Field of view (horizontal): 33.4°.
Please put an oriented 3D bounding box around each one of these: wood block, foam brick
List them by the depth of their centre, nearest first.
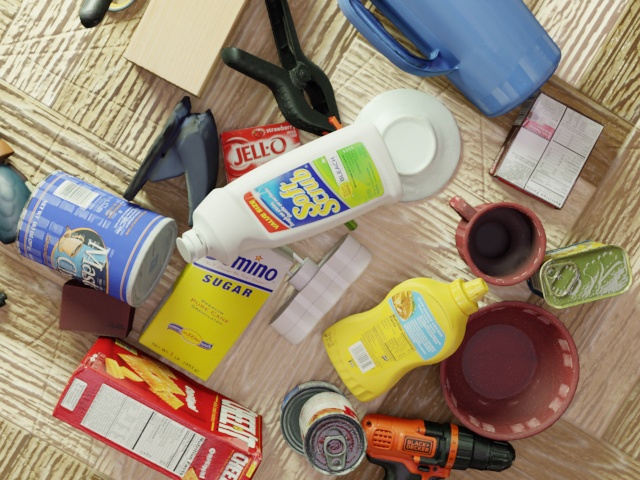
[{"bbox_3d":[-0.124,-0.266,1.152,0.090,0.090,0.206,27,93,-6],"label":"wood block"},{"bbox_3d":[-0.249,0.076,1.197,0.078,0.051,0.053,9,96,-4],"label":"foam brick"}]

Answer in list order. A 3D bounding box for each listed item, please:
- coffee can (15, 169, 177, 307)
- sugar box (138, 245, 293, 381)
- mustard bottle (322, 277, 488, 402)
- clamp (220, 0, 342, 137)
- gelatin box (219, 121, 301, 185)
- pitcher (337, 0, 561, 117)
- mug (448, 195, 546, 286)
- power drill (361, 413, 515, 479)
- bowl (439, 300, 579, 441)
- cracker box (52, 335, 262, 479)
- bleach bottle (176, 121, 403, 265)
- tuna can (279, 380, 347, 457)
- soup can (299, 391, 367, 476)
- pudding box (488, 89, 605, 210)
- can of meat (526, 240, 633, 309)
[{"bbox_3d":[-0.239,-0.002,1.149,0.140,0.102,0.103,23,94,8],"label":"coffee can"},{"bbox_3d":[-0.116,0.062,1.186,0.093,0.048,0.176,32,108,-13],"label":"sugar box"},{"bbox_3d":[0.102,0.096,1.188,0.192,0.058,0.096,-33,83,20],"label":"mustard bottle"},{"bbox_3d":[-0.031,-0.189,1.172,0.171,0.039,0.120,45,60,-34],"label":"clamp"},{"bbox_3d":[-0.065,-0.093,1.202,0.089,0.030,0.073,-9,96,-3],"label":"gelatin box"},{"bbox_3d":[0.139,-0.246,1.152,0.149,0.145,0.242,-40,100,21],"label":"pitcher"},{"bbox_3d":[0.189,-0.007,1.202,0.117,0.081,0.093,39,92,-7],"label":"mug"},{"bbox_3d":[0.123,0.302,1.242,0.184,0.057,0.188,11,92,-1],"label":"power drill"},{"bbox_3d":[0.212,0.145,1.231,0.162,0.055,0.162,0,96,-4],"label":"bowl"},{"bbox_3d":[-0.168,0.188,1.157,0.213,0.164,0.072,29,95,-6],"label":"cracker box"},{"bbox_3d":[-0.036,-0.036,1.134,0.250,0.068,0.102,-28,102,-25],"label":"bleach bottle"},{"bbox_3d":[-0.005,0.206,1.234,0.086,0.034,0.086,0,96,-4],"label":"tuna can"},{"bbox_3d":[0.012,0.209,1.165,0.068,0.102,0.068,0,95,-4],"label":"soup can"},{"bbox_3d":[0.258,-0.103,1.219,0.090,0.039,0.113,27,95,-6],"label":"pudding box"},{"bbox_3d":[0.289,0.036,1.211,0.102,0.084,0.057,-14,97,-3],"label":"can of meat"}]
